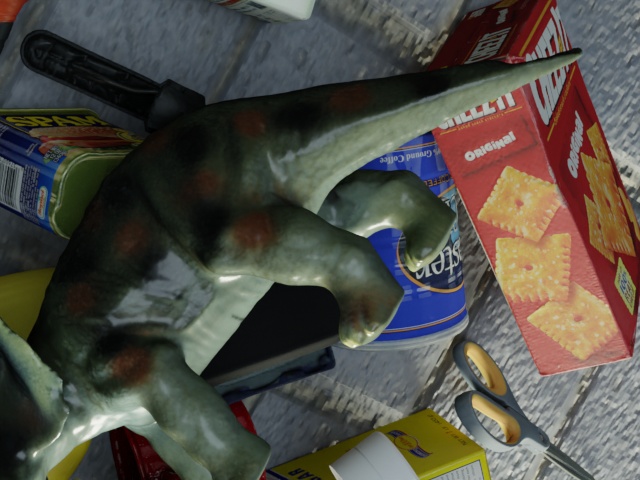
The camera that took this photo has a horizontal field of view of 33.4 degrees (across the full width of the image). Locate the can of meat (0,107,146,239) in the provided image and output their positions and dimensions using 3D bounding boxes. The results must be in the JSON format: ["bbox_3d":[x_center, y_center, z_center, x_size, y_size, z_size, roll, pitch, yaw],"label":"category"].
[{"bbox_3d":[-0.143,-0.040,0.627,0.101,0.084,0.057,-9,117,-52],"label":"can of meat"}]

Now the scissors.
[{"bbox_3d":[0.156,0.134,0.822,0.016,0.096,0.201,-31,146,26],"label":"scissors"}]

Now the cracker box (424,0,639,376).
[{"bbox_3d":[0.151,-0.044,0.714,0.072,0.164,0.213,-16,111,27],"label":"cracker box"}]

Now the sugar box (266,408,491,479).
[{"bbox_3d":[0.021,0.177,0.748,0.176,0.093,0.048,-16,104,-17],"label":"sugar box"}]

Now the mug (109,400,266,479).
[{"bbox_3d":[-0.083,0.145,0.695,0.081,0.117,0.093,-14,88,-22],"label":"mug"}]

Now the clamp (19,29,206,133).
[{"bbox_3d":[-0.085,-0.075,0.641,0.171,0.120,0.039,18,103,-51],"label":"clamp"}]

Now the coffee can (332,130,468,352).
[{"bbox_3d":[0.042,-0.008,0.715,0.102,0.103,0.140,-11,103,-18],"label":"coffee can"}]
